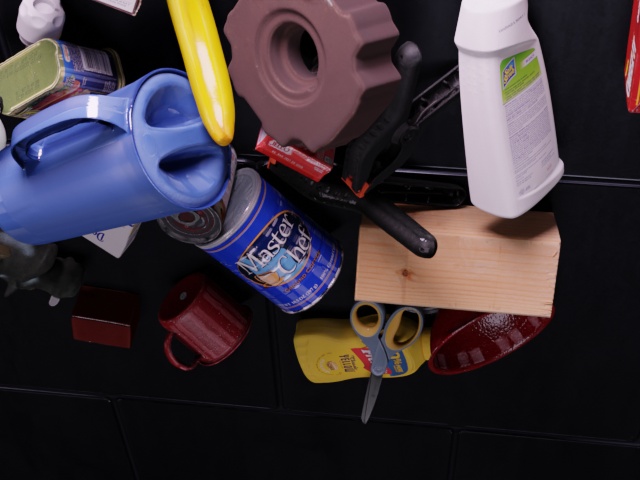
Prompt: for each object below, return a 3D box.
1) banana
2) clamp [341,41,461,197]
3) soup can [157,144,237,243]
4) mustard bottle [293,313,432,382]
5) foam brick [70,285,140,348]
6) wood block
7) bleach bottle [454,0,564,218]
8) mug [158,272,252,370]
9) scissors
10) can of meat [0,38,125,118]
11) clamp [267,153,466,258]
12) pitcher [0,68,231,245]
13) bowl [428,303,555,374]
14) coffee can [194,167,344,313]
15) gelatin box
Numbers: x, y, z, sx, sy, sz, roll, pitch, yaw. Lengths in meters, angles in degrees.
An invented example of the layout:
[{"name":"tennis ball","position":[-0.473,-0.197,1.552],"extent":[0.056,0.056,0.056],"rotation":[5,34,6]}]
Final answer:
[{"name":"banana","position":[-0.113,-0.182,0.971],"extent":[0.037,0.069,0.198],"rotation":[-15,97,9]},{"name":"clamp","position":[0.070,-0.115,0.999],"extent":[0.120,0.039,0.172],"rotation":[18,117,-50]},{"name":"soup can","position":[-0.129,-0.057,1.125],"extent":[0.068,0.102,0.068],"rotation":[5,139,5]},{"name":"mustard bottle","position":[0.069,0.133,1.335],"extent":[0.192,0.058,0.096],"rotation":[-6,131,16]},{"name":"foam brick","position":[-0.273,0.098,1.365],"extent":[0.078,0.053,0.051],"rotation":[10,139,1]},{"name":"wood block","position":[0.145,0.017,1.145],"extent":[0.206,0.090,0.091],"rotation":[5,112,5]},{"name":"bleach bottle","position":[0.172,-0.145,0.987],"extent":[0.068,0.102,0.251],"rotation":[24,142,37]},{"name":"mug","position":[-0.150,0.102,1.305],"extent":[0.081,0.117,0.093],"rotation":[44,155,-27]},{"name":"scissors","position":[0.057,0.139,1.295],"extent":[0.096,0.016,0.202],"rotation":[28,125,-4]},{"name":"can of meat","position":[-0.258,-0.155,1.046],"extent":[0.102,0.057,0.083],"rotation":[-22,167,31]},{"name":"clamp","position":[0.048,-0.054,1.103],"extent":[0.210,0.164,0.036],"rotation":[24,116,16]},{"name":"pitcher","position":[-0.220,-0.073,1.030],"extent":[0.243,0.144,0.149],"rotation":[-14,112,35]},{"name":"bowl","position":[0.188,0.092,1.239],"extent":[0.162,0.055,0.162],"rotation":[-20,152,-11]},{"name":"coffee can","position":[-0.058,0.001,1.177],"extent":[0.103,0.102,0.140],"rotation":[-27,127,34]},{"name":"gelatin box","position":[-0.020,-0.110,1.054],"extent":[0.073,0.089,0.030],"rotation":[28,136,-20]}]
